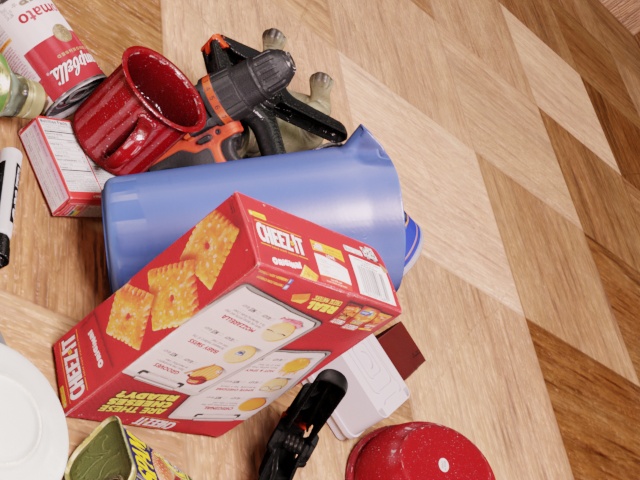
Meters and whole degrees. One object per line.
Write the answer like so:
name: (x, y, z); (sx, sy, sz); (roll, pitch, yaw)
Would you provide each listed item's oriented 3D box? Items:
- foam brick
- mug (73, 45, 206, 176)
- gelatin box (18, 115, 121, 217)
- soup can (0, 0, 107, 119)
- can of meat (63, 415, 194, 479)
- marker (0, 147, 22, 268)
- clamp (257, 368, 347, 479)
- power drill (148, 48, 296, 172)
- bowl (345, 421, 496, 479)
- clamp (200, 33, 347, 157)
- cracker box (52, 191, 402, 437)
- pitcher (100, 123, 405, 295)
foam brick: (0.065, 0.127, 1.119); (0.053, 0.051, 0.078); (58, 29, 4)
mug: (-0.161, -0.102, 0.925); (0.093, 0.082, 0.117); (39, 29, -26)
gelatin box: (-0.213, -0.063, 0.927); (0.073, 0.030, 0.089); (1, 56, -56)
soup can: (-0.246, -0.165, 0.949); (0.102, 0.069, 0.068); (54, 29, 0)
can of meat: (-0.125, 0.181, 0.742); (0.084, 0.057, 0.102); (43, 0, -25)
marker: (-0.250, -0.026, 0.843); (0.020, 0.020, 0.121); (31, 36, -36)
clamp: (-0.018, 0.158, 0.871); (0.036, 0.165, 0.210); (29, 9, 0)
power drill: (-0.075, -0.065, 0.997); (0.187, 0.184, 0.057); (64, 14, 1)
bowl: (0.108, 0.227, 1.006); (0.162, 0.055, 0.162); (14, 42, -13)
clamp: (-0.047, -0.136, 1.061); (0.171, 0.039, 0.120); (57, 42, -2)
cracker box: (-0.072, 0.065, 0.809); (0.163, 0.214, 0.072); (20, 42, -46)
pitcher: (-0.056, 0.001, 0.897); (0.242, 0.145, 0.149); (-6, 69, -9)
